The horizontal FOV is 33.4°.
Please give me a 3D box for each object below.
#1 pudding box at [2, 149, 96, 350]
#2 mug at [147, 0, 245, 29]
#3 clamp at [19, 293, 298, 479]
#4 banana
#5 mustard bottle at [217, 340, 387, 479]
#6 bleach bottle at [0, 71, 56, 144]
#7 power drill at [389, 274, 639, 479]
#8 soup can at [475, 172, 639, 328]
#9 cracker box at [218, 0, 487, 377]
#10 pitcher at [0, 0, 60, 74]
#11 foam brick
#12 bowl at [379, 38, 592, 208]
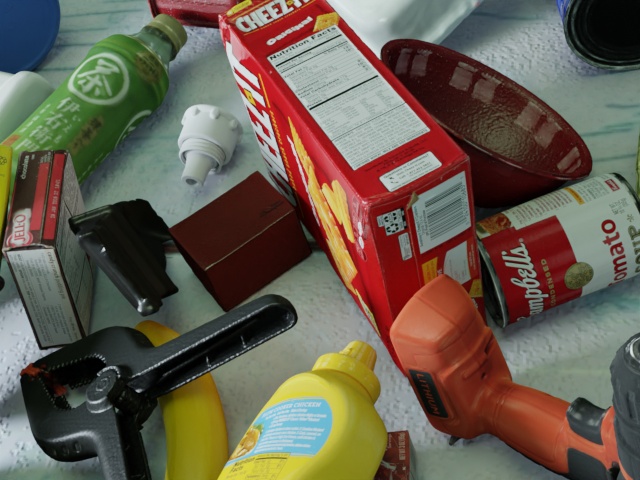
[{"bbox_3d":[-0.184,0.007,0.733,0.039,0.113,0.090,-4,49,1],"label":"pudding box"},{"bbox_3d":[-0.097,-0.221,0.908,0.082,0.093,0.117,9,19,17],"label":"mug"},{"bbox_3d":[-0.112,0.089,0.650,0.210,0.036,0.164,11,59,49],"label":"clamp"},{"bbox_3d":[-0.090,0.124,0.659,0.070,0.037,0.198,-10,49,8],"label":"banana"},{"bbox_3d":[-0.015,0.128,0.566,0.096,0.058,0.191,-22,28,47],"label":"mustard bottle"},{"bbox_3d":[-0.341,-0.116,0.917,0.251,0.068,0.102,18,66,31],"label":"bleach bottle"},{"bbox_3d":[0.123,0.085,0.545,0.057,0.184,0.188,-42,43,-20],"label":"power drill"},{"bbox_3d":[0.148,0.006,0.667,0.102,0.068,0.068,-21,48,-2],"label":"soup can"},{"bbox_3d":[0.019,-0.043,0.682,0.072,0.164,0.214,-27,49,-10],"label":"cracker box"},{"bbox_3d":[-0.359,-0.236,0.980,0.243,0.145,0.149,33,84,32],"label":"pitcher"},{"bbox_3d":[-0.055,0.001,0.742,0.078,0.051,0.053,-34,51,-12],"label":"foam brick"},{"bbox_3d":[0.100,-0.071,0.722,0.162,0.055,0.162,22,30,-14],"label":"bowl"}]
